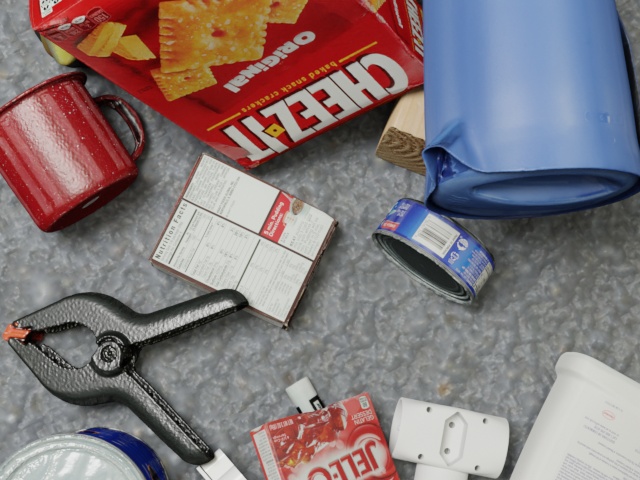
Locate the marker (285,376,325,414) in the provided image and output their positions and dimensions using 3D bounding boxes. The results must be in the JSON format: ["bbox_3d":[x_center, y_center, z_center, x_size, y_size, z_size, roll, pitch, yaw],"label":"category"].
[{"bbox_3d":[0.013,0.154,0.763,0.020,0.020,0.121,-30,85,-7],"label":"marker"}]

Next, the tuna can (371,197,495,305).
[{"bbox_3d":[0.080,0.007,0.755,0.086,0.086,0.033,36,80,2],"label":"tuna can"}]

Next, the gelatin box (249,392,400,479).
[{"bbox_3d":[0.005,0.151,0.728,0.089,0.030,0.073,-11,74,-32],"label":"gelatin box"}]

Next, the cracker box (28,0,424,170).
[{"bbox_3d":[-0.049,-0.139,0.675,0.164,0.213,0.072,-23,57,26],"label":"cracker box"}]

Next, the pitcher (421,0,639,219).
[{"bbox_3d":[0.132,-0.137,0.676,0.145,0.149,0.243,-4,79,10],"label":"pitcher"}]

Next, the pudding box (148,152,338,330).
[{"bbox_3d":[-0.055,0.001,0.772,0.113,0.039,0.090,26,83,2],"label":"pudding box"}]

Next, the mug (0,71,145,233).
[{"bbox_3d":[-0.174,-0.064,0.756,0.117,0.093,0.081,-34,90,-41],"label":"mug"}]

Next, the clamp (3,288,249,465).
[{"bbox_3d":[-0.133,0.072,0.742,0.171,0.039,0.120,20,78,10],"label":"clamp"}]

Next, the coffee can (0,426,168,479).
[{"bbox_3d":[-0.152,0.174,0.689,0.102,0.140,0.103,0,82,-4],"label":"coffee can"}]
